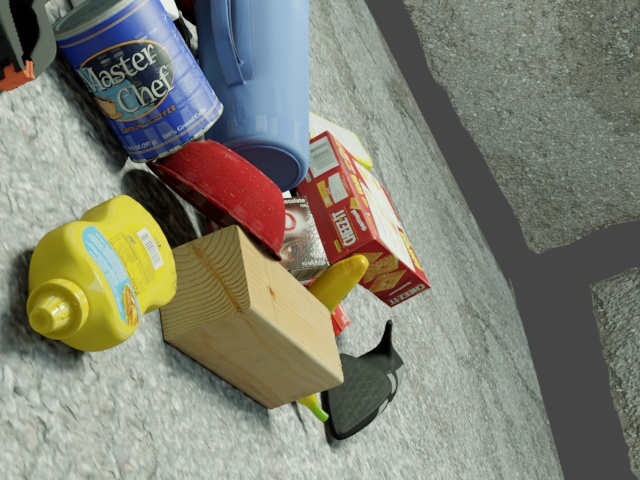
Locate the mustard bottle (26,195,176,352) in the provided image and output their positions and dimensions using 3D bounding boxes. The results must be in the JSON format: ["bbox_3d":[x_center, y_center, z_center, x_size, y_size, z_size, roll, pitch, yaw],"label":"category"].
[{"bbox_3d":[-0.167,0.030,0.791,0.191,0.058,0.096,-55,122,-73],"label":"mustard bottle"}]

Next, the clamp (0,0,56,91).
[{"bbox_3d":[-0.259,-0.212,0.872,0.164,0.036,0.210,52,21,-47],"label":"clamp"}]

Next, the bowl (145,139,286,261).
[{"bbox_3d":[-0.088,-0.048,1.027,0.162,0.055,0.162,35,-8,5],"label":"bowl"}]

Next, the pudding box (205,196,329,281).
[{"bbox_3d":[-0.057,0.002,1.137,0.113,0.039,0.090,-4,62,-28],"label":"pudding box"}]

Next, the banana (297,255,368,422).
[{"bbox_3d":[-0.003,0.098,1.151,0.037,0.069,0.198,-69,173,-69],"label":"banana"}]

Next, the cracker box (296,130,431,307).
[{"bbox_3d":[0.049,-0.021,1.352,0.213,0.072,0.164,39,25,-60],"label":"cracker box"}]

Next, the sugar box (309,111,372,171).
[{"bbox_3d":[-0.018,-0.141,1.450,0.176,0.048,0.093,20,26,-31],"label":"sugar box"}]

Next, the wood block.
[{"bbox_3d":[-0.064,0.079,1.024,0.206,0.090,0.091,47,26,-54],"label":"wood block"}]

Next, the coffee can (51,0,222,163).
[{"bbox_3d":[-0.168,-0.157,0.983,0.140,0.103,0.102,60,16,-25],"label":"coffee can"}]

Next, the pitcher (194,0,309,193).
[{"bbox_3d":[-0.076,-0.177,1.166,0.149,0.145,0.243,13,53,-25],"label":"pitcher"}]
